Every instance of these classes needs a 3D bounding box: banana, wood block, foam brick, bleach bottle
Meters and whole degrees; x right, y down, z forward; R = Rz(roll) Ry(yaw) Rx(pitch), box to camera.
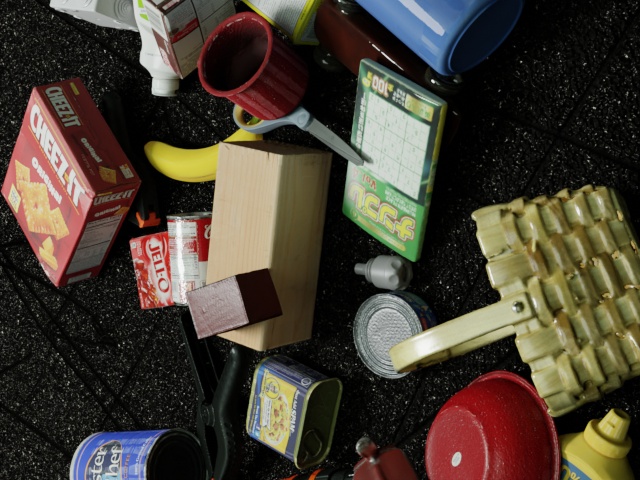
[{"bbox_3d":[-0.132,-0.100,1.225,0.198,0.037,0.069,-12,59,36],"label":"banana"},{"bbox_3d":[-0.058,0.001,1.141,0.091,0.090,0.206,16,105,35],"label":"wood block"},{"bbox_3d":[-0.088,0.064,1.081,0.078,0.052,0.051,-19,84,37],"label":"foam brick"},{"bbox_3d":[-0.178,-0.293,1.220,0.103,0.067,0.251,14,106,37],"label":"bleach bottle"}]

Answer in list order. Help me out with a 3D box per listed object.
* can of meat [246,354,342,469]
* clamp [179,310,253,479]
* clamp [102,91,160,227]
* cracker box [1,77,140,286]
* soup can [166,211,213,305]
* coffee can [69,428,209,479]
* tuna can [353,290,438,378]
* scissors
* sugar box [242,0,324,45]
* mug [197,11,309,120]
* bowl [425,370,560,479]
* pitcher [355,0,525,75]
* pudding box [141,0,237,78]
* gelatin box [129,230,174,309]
[{"bbox_3d":[-0.031,0.184,1.162,0.084,0.057,0.102,22,108,37],"label":"can of meat"},{"bbox_3d":[-0.113,0.191,1.219,0.165,0.036,0.210,6,103,62],"label":"clamp"},{"bbox_3d":[-0.242,-0.095,1.307,0.171,0.039,0.120,49,135,23],"label":"clamp"},{"bbox_3d":[-0.314,-0.067,1.314,0.164,0.071,0.214,57,142,18],"label":"cracker box"},{"bbox_3d":[-0.139,0.020,1.221,0.069,0.068,0.102,1,96,39],"label":"soup can"},{"bbox_3d":[-0.220,0.282,1.295,0.141,0.102,0.103,-11,89,39],"label":"coffee can"},{"bbox_3d":[0.077,0.094,1.079,0.086,0.033,0.086,6,99,38],"label":"tuna can"},{"bbox_3d":[-0.032,-0.117,1.118,0.096,0.016,0.202,-44,54,19],"label":"scissors"},{"bbox_3d":[-0.052,-0.291,1.129,0.176,0.048,0.093,45,121,30],"label":"sugar box"},{"bbox_3d":[-0.074,-0.175,1.104,0.117,0.081,0.093,4,75,36],"label":"mug"},{"bbox_3d":[0.146,0.200,0.986,0.162,0.055,0.162,-20,67,56],"label":"bowl"},{"bbox_3d":[0.079,-0.275,0.983,0.243,0.144,0.149,48,134,20],"label":"pitcher"},{"bbox_3d":[-0.135,-0.239,1.141,0.039,0.090,0.113,44,164,22],"label":"pudding box"},{"bbox_3d":[-0.190,0.035,1.288,0.073,0.030,0.089,-10,89,39],"label":"gelatin box"}]
